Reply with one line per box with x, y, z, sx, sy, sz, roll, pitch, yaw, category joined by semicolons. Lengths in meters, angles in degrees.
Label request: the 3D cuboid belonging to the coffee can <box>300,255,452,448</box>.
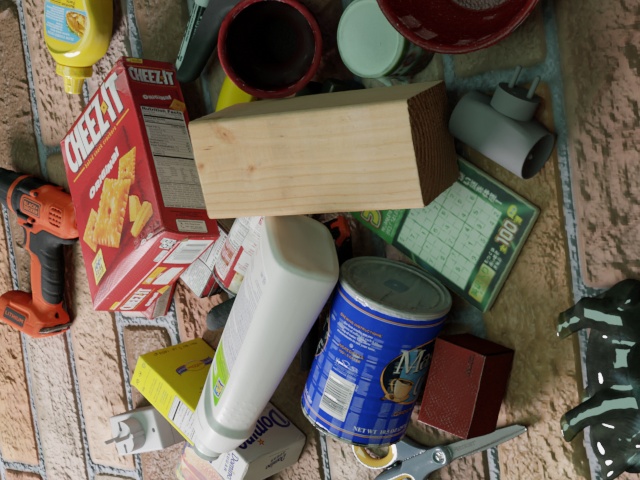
0.049;0.099;0.958;0.103;0.102;0.140;31;117;32;coffee can

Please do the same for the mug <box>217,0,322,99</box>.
-0.045;-0.192;0.973;0.093;0.081;0.117;-15;104;8;mug

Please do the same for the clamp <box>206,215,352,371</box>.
-0.015;0.054;1.029;0.172;0.120;0.039;-44;31;23;clamp

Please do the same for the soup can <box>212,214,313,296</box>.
-0.057;0.001;1.051;0.069;0.068;0.102;43;123;26;soup can

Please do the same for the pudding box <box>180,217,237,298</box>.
-0.133;-0.008;1.134;0.114;0.039;0.090;44;123;24;pudding box

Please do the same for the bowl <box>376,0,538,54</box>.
0.120;-0.231;0.858;0.162;0.055;0.162;6;101;32;bowl

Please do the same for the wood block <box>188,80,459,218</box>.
0.003;-0.077;0.918;0.206;0.090;0.090;-3;107;28;wood block

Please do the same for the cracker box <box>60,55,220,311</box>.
-0.194;-0.056;1.104;0.164;0.071;0.214;-41;57;42;cracker box

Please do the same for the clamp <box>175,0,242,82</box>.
-0.097;-0.266;1.035;0.210;0.036;0.164;-23;96;34;clamp

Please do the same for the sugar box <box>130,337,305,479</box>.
-0.107;0.176;1.112;0.176;0.093;0.048;36;120;29;sugar box

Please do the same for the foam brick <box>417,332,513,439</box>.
0.126;0.126;0.924;0.053;0.051;0.078;19;101;36;foam brick

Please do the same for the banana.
-0.072;-0.127;1.063;0.070;0.037;0.198;12;111;11;banana

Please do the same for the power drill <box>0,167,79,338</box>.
-0.361;0.013;1.317;0.185;0.057;0.188;22;112;35;power drill

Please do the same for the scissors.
0.098;0.186;0.991;0.202;0.016;0.096;-48;68;35;scissors

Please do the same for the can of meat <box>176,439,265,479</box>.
-0.103;0.239;1.146;0.102;0.057;0.084;38;124;29;can of meat

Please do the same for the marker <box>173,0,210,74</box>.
-0.126;-0.226;1.097;0.020;0.020;0.121;37;120;29;marker

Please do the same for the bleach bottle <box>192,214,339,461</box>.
-0.063;0.101;0.984;0.102;0.068;0.251;-102;33;-55;bleach bottle

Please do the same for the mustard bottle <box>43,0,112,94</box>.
-0.268;-0.258;1.185;0.096;0.058;0.192;22;112;36;mustard bottle
